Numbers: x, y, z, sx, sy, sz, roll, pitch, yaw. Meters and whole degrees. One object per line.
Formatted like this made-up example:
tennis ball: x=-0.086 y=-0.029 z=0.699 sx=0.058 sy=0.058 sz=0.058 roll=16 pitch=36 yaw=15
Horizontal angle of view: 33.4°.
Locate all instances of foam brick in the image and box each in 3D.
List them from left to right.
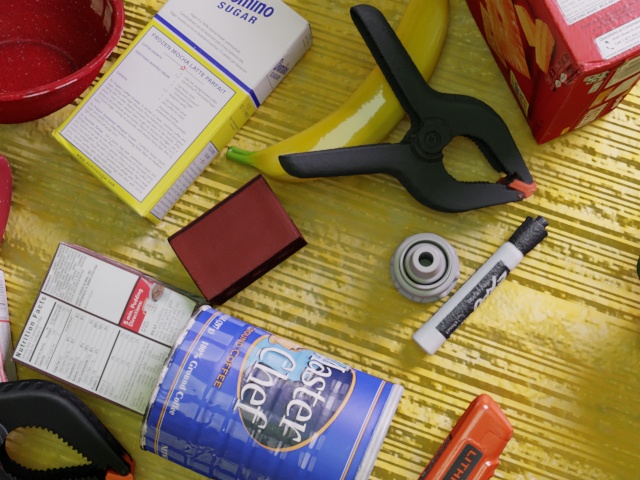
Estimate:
foam brick: x=-0.055 y=0.001 z=0.726 sx=0.078 sy=0.053 sz=0.051 roll=-35 pitch=81 yaw=1

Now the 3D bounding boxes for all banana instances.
banana: x=0.027 y=-0.100 z=0.739 sx=0.198 sy=0.037 sz=0.069 roll=-40 pitch=83 yaw=-1

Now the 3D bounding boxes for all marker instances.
marker: x=0.110 y=0.029 z=0.724 sx=0.020 sy=0.020 sz=0.121 roll=44 pitch=88 yaw=9

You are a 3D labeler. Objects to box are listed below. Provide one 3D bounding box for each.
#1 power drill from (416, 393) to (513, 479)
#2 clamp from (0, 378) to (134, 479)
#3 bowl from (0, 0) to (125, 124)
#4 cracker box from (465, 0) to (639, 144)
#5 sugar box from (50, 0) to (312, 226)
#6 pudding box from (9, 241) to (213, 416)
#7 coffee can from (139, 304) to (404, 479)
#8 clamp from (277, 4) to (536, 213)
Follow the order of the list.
power drill: x=0.158 y=0.182 z=0.681 sx=0.188 sy=0.057 sz=0.184 roll=36 pitch=87 yaw=8
clamp: x=-0.223 y=0.118 z=0.703 sx=0.210 sy=0.036 sz=0.164 roll=11 pitch=101 yaw=-9
bowl: x=-0.213 y=-0.130 z=0.729 sx=0.162 sy=0.055 sz=0.162 roll=2 pitch=49 yaw=-2
cracker box: x=0.129 y=-0.183 z=0.678 sx=0.072 sy=0.164 sz=0.214 roll=-26 pitch=81 yaw=-1
sugar box: x=-0.095 y=-0.107 z=0.748 sx=0.093 sy=0.048 sz=0.176 roll=40 pitch=84 yaw=10
pudding box: x=-0.143 y=0.062 z=0.733 sx=0.113 sy=0.039 sz=0.090 roll=22 pitch=87 yaw=10
coffee can: x=-0.030 y=0.114 z=0.683 sx=0.140 sy=0.103 sz=0.103 roll=22 pitch=85 yaw=8
clamp: x=0.059 y=-0.061 z=0.708 sx=0.171 sy=0.039 sz=0.120 roll=35 pitch=97 yaw=-10
